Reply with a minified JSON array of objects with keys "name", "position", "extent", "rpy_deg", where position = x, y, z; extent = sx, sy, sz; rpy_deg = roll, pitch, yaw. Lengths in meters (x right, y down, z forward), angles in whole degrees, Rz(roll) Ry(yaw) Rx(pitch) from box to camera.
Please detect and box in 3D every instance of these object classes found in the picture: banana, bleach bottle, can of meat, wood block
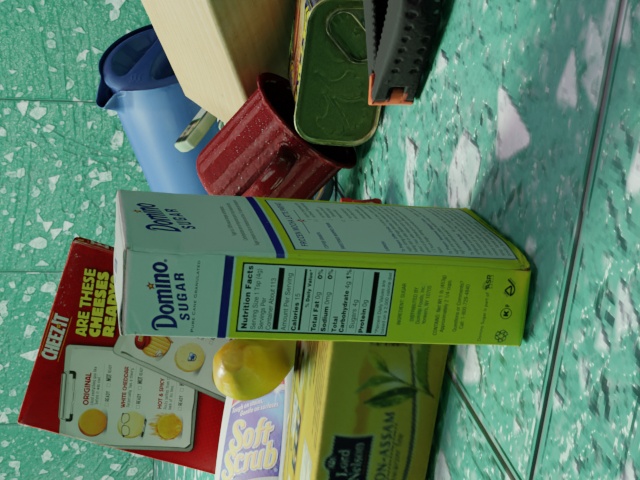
[{"name":"banana","position":[-0.033,0.057,0.658],"extent":[0.197,0.037,0.070],"rpy_deg":[-58,-26,-66]},{"name":"bleach bottle","position":[-0.044,0.155,0.885],"extent":[0.103,0.067,0.251],"rpy_deg":[1,89,39]},{"name":"can of meat","position":[0.010,-0.128,0.718],"extent":[0.084,0.057,0.102],"rpy_deg":[-103,18,-58]},{"name":"wood block","position":[-0.064,-0.168,0.777],"extent":[0.090,0.091,0.206],"rpy_deg":[-50,-20,-13]}]

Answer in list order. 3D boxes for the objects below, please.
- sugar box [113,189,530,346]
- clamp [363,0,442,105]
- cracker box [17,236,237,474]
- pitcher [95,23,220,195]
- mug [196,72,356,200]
[{"name":"sugar box","position":[-0.004,0.012,0.483],"extent":[0.093,0.176,0.048],"rpy_deg":[-123,35,-69]},{"name":"clamp","position":[0.049,-0.175,0.579],"extent":[0.165,0.036,0.210],"rpy_deg":[-125,35,-71]},{"name":"cracker box","position":[-0.137,0.104,0.941],"extent":[0.072,0.213,0.164],"rpy_deg":[-162,90,-78]},{"name":"pitcher","position":[-0.144,-0.122,1.212],"extent":[0.145,0.149,0.243],"rpy_deg":[-85,-13,-46]},{"name":"mug","position":[-0.035,-0.054,0.756],"extent":[0.082,0.093,0.117],"rpy_deg":[-44,16,21]}]
